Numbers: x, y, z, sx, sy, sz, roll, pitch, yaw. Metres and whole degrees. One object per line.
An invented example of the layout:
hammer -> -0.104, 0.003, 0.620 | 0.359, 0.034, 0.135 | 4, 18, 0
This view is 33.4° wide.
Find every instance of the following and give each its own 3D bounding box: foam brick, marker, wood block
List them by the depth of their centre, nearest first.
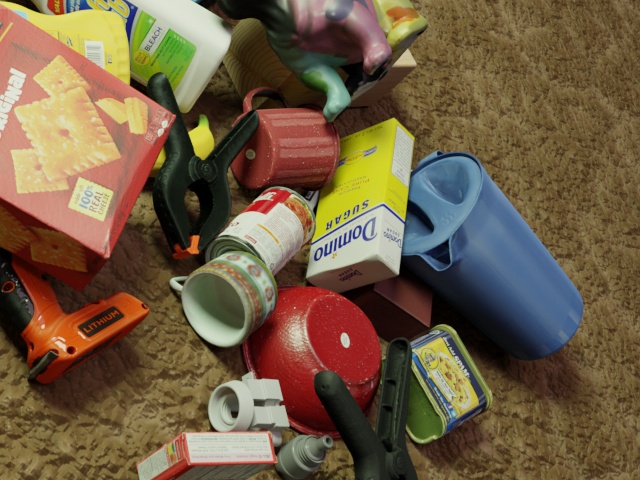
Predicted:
foam brick -> 0.071, 0.063, 1.109 | 0.078, 0.051, 0.053 | 34, 43, -20
marker -> 0.000, -0.062, 1.158 | 0.020, 0.020, 0.121 | 43, 41, -10
wood block -> -0.001, -0.207, 1.208 | 0.205, 0.090, 0.091 | -12, 70, -46

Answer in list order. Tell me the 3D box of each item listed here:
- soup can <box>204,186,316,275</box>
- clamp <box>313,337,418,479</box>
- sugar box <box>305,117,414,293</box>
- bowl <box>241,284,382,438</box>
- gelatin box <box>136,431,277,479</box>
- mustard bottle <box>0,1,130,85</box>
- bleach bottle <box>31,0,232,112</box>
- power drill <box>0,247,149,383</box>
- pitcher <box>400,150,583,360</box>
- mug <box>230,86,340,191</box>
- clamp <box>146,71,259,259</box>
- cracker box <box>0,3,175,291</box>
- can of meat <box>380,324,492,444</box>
soup can -> -0.057, 0.001, 1.022 | 0.068, 0.069, 0.102 | 48, 41, -5
clamp -> 0.050, 0.196, 0.949 | 0.164, 0.036, 0.210 | 2, 81, -59
sugar box -> 0.042, -0.036, 1.103 | 0.048, 0.094, 0.176 | 41, 45, -35
bowl -> 0.005, 0.104, 1.016 | 0.161, 0.055, 0.162 | 24, 48, -30
gelatin box -> -0.091, 0.178, 0.857 | 0.089, 0.073, 0.030 | 7, 58, -40
mustard bottle -> -0.265, -0.159, 0.937 | 0.191, 0.058, 0.096 | -3, 92, -36
bleach bottle -> -0.215, -0.225, 1.029 | 0.250, 0.103, 0.068 | 27, 36, -18
power drill -> -0.226, 0.008, 0.869 | 0.187, 0.057, 0.184 | 51, 44, 3
pitcher -> 0.182, 0.018, 1.166 | 0.242, 0.145, 0.149 | 43, 73, -32
mug -> -0.044, -0.104, 1.093 | 0.081, 0.093, 0.117 | -8, 75, -41
clamp -> -0.107, -0.066, 0.994 | 0.120, 0.039, 0.171 | 6, 77, -32
cracker box -> -0.236, -0.085, 0.828 | 0.213, 0.072, 0.164 | 32, 49, -16
can of meat -> 0.114, 0.147, 1.086 | 0.083, 0.058, 0.102 | -20, 76, -46
